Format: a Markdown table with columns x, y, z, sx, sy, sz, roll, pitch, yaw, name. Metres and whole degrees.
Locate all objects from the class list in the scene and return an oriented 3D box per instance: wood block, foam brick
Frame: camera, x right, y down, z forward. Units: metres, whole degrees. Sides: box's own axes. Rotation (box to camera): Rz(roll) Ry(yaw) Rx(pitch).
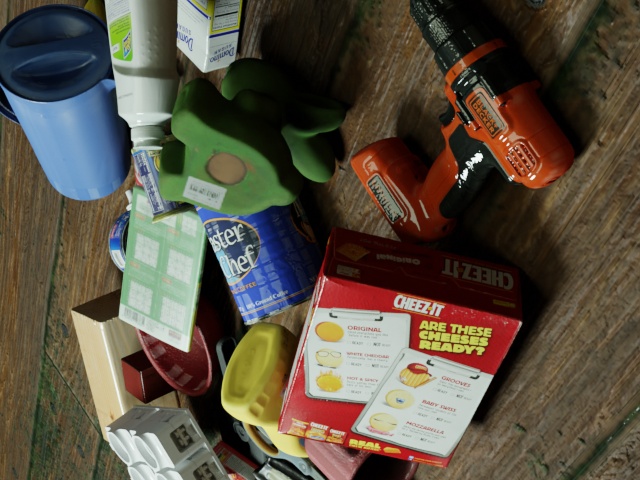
| x | y | z | sx | sy | sz | roll | pitch | yaw | name |
| --- | --- | --- | --- | --- | --- | --- | --- | --- | --- |
| -0.268 | 0.182 | 1.490 | 0.091 | 0.090 | 0.206 | 15 | 121 | 48 | wood block |
| -0.218 | 0.174 | 1.428 | 0.051 | 0.078 | 0.053 | 23 | 125 | 47 | foam brick |

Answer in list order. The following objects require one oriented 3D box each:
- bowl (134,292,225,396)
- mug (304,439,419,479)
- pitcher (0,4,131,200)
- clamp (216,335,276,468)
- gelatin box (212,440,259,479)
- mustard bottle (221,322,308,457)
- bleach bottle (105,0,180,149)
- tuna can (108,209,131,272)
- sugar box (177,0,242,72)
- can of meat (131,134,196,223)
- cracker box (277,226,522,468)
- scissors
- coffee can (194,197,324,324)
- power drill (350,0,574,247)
| x | y | z | sx | sy | sz | roll | pitch | yaw | name |
| --- | --- | --- | --- | --- | --- | --- | --- | --- | --- |
| -0.169 | 0.112 | 1.336 | 0.162 | 0.055 | 0.162 | 29 | 133 | 37 | bowl |
| 0.032 | 0.201 | 1.040 | 0.082 | 0.093 | 0.117 | 38 | -178 | 42 | mug |
| -0.300 | -0.152 | 1.249 | 0.149 | 0.145 | 0.243 | 54 | 163 | 22 | pitcher |
| -0.077 | 0.228 | 1.301 | 0.165 | 0.036 | 0.210 | 42 | 143 | 23 | clamp |
| -0.106 | 0.302 | 1.346 | 0.073 | 0.030 | 0.089 | 31 | 144 | 22 | gelatin box |
| -0.022 | 0.165 | 1.082 | 0.058 | 0.096 | 0.191 | 4 | 152 | 35 | mustard bottle |
| -0.168 | -0.210 | 1.000 | 0.103 | 0.068 | 0.251 | -3 | 89 | 63 | bleach bottle |
| -0.215 | 0.002 | 1.314 | 0.034 | 0.085 | 0.086 | -2 | 107 | 53 | tuna can |
| -0.114 | -0.266 | 1.052 | 0.093 | 0.048 | 0.176 | 47 | 144 | 33 | sugar box |
| -0.147 | -0.074 | 1.163 | 0.058 | 0.101 | 0.084 | -13 | 97 | 56 | can of meat |
| 0.063 | 0.098 | 0.928 | 0.164 | 0.072 | 0.214 | 13 | 133 | -3 | cracker box |
| -0.020 | 0.230 | 1.182 | 0.202 | 0.016 | 0.096 | 25 | 127 | 42 | scissors |
| -0.057 | 0.001 | 1.081 | 0.103 | 0.102 | 0.140 | -22 | 91 | 56 | coffee can |
| 0.097 | -0.091 | 0.855 | 0.184 | 0.057 | 0.188 | 59 | 145 | 12 | power drill |
